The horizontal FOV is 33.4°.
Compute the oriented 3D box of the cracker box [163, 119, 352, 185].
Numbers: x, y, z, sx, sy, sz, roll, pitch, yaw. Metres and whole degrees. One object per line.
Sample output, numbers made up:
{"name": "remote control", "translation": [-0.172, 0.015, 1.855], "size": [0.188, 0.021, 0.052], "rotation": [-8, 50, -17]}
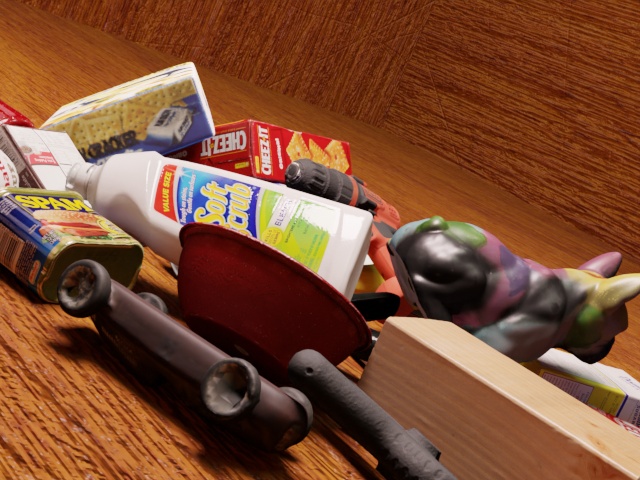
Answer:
{"name": "cracker box", "translation": [-0.084, -0.083, 1.235], "size": [0.164, 0.072, 0.213], "rotation": [-9, -7, 30]}

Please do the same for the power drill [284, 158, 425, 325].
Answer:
{"name": "power drill", "translation": [0.052, 0.005, 1.095], "size": [0.184, 0.057, 0.188], "rotation": [25, 30, -49]}

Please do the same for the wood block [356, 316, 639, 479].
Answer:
{"name": "wood block", "translation": [0.126, 0.139, 0.724], "size": [0.206, 0.091, 0.090], "rotation": [31, 13, 37]}

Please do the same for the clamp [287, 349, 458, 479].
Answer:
{"name": "clamp", "translation": [0.047, 0.130, 0.657], "size": [0.172, 0.039, 0.120], "rotation": [37, 0, 30]}

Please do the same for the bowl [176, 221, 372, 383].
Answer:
{"name": "bowl", "translation": [-0.046, 0.056, 0.766], "size": [0.162, 0.055, 0.162], "rotation": [27, -20, 11]}

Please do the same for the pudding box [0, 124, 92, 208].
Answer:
{"name": "pudding box", "translation": [-0.230, -0.045, 0.921], "size": [0.113, 0.039, 0.090], "rotation": [56, 19, 13]}

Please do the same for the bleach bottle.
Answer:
{"name": "bleach bottle", "translation": [-0.090, -0.010, 0.863], "size": [0.251, 0.102, 0.068], "rotation": [16, -32, 9]}

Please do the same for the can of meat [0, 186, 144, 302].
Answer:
{"name": "can of meat", "translation": [-0.195, 0.005, 0.804], "size": [0.084, 0.057, 0.101], "rotation": [33, 16, 29]}

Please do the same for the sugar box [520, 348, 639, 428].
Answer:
{"name": "sugar box", "translation": [0.259, 0.148, 1.083], "size": [0.176, 0.048, 0.093], "rotation": [21, 11, -25]}
